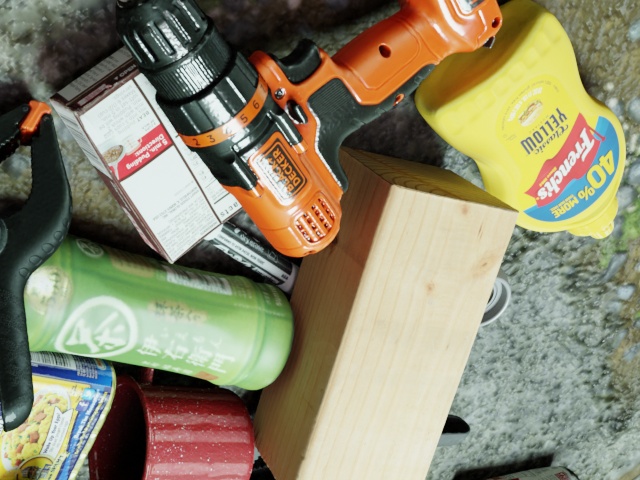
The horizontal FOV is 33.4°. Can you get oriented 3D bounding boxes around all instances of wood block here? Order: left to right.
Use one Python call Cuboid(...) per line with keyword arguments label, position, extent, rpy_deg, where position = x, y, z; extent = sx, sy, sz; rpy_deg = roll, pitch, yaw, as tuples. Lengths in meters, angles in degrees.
Cuboid(label="wood block", position=(0.034, 0.057, 0.674), extent=(0.090, 0.091, 0.206), rpy_deg=(10, 106, -26))

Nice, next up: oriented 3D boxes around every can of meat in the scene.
Cuboid(label="can of meat", position=(-0.183, 0.106, 0.652), extent=(0.083, 0.058, 0.102), rpy_deg=(18, 106, -40))

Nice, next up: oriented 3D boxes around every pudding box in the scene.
Cuboid(label="pudding box", position=(-0.080, -0.057, 0.592), extent=(0.090, 0.039, 0.113), rpy_deg=(-39, 128, -14))

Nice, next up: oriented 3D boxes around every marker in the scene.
Cuboid(label="marker", position=(-0.054, 0.001, 0.671), extent=(0.020, 0.020, 0.121), rpy_deg=(-47, 128, 11))

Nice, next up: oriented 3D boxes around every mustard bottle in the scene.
Cuboid(label="mustard bottle", position=(0.146, -0.060, 0.694), extent=(0.096, 0.058, 0.191), rpy_deg=(-44, 129, 2))

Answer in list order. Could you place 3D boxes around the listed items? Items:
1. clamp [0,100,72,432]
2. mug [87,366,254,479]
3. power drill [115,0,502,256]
Cuboid(label="clamp", position=(-0.188, 0.003, 0.546), extent=(0.120, 0.171, 0.039), rpy_deg=(17, 157, -17))
Cuboid(label="mug", position=(-0.096, 0.124, 0.703), extent=(0.081, 0.093, 0.117), rpy_deg=(8, 82, -34))
Cuboid(label="power drill", position=(0.000, -0.107, 0.567), extent=(0.187, 0.057, 0.184), rpy_deg=(-44, 131, -11))
